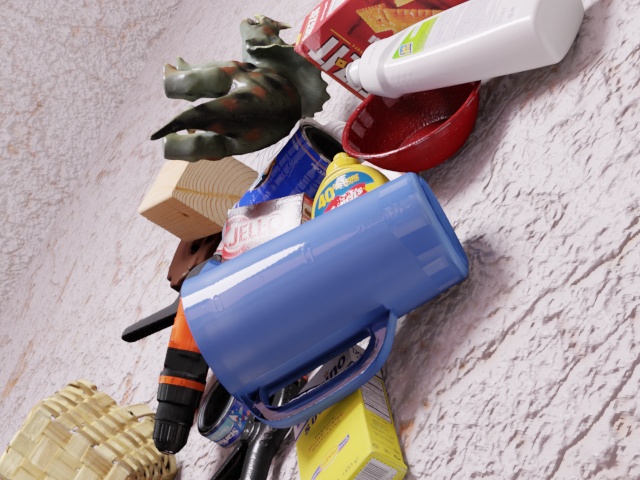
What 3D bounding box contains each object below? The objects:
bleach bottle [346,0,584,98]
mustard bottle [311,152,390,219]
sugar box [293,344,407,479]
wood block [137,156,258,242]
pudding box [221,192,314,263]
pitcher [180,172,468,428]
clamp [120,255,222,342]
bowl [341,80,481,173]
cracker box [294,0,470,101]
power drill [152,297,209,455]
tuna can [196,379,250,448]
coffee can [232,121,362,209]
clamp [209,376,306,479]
[{"bbox_3d":[0.133,-0.199,1.080,0.251,0.068,0.102,-8,40,42],"label":"bleach bottle"},{"bbox_3d":[0.037,-0.023,1.104,0.096,0.058,0.191,-35,41,22],"label":"mustard bottle"},{"bbox_3d":[0.020,0.172,0.943,0.093,0.048,0.176,-51,23,17],"label":"sugar box"},{"bbox_3d":[-0.172,-0.063,1.463,0.090,0.090,0.206,-62,17,-15],"label":"wood block"},{"bbox_3d":[-0.058,0.002,1.206,0.114,0.039,0.090,-10,64,31],"label":"pudding box"},{"bbox_3d":[0.010,0.049,0.960,0.243,0.149,0.145,-29,10,11],"label":"pitcher"},{"bbox_3d":[-0.168,0.102,1.442,0.210,0.036,0.165,-47,46,2],"label":"clamp"},{"bbox_3d":[0.104,-0.120,1.113,0.162,0.055,0.162,-25,31,17],"label":"bowl"},{"bbox_3d":[0.097,-0.234,1.179,0.214,0.164,0.072,-33,30,48],"label":"cracker box"},{"bbox_3d":[-0.159,0.161,1.252,0.188,0.057,0.184,127,156,-75],"label":"power drill"},{"bbox_3d":[-0.103,0.189,1.208,0.086,0.033,0.086,-46,23,27],"label":"tuna can"},{"bbox_3d":[-0.026,-0.057,1.288,0.140,0.102,0.103,-49,22,20],"label":"coffee can"},{"bbox_3d":[-0.069,0.210,1.097,0.120,0.039,0.171,-20,36,52],"label":"clamp"}]
